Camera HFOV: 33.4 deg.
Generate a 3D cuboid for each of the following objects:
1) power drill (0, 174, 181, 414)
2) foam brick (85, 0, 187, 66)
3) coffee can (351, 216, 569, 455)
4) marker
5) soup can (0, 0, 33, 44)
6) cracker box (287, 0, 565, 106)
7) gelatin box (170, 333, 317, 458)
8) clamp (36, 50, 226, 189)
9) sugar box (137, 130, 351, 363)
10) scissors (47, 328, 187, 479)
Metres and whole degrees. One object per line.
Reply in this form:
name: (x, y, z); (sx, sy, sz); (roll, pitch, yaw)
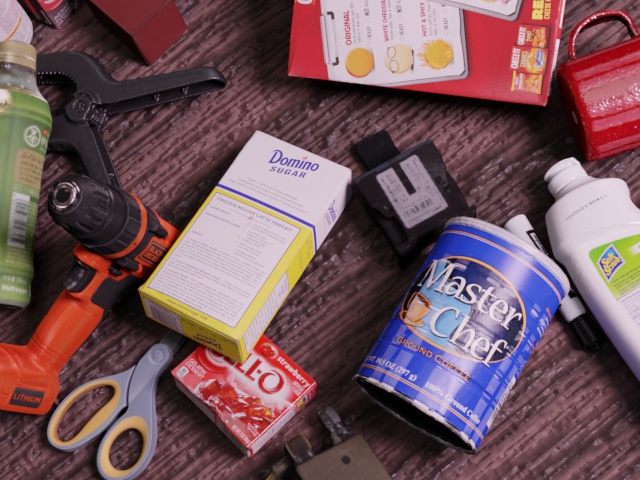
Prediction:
power drill: (-0.194, 0.042, 0.803); (0.057, 0.184, 0.187); (42, 90, 21)
foam brick: (-0.167, -0.207, 0.955); (0.051, 0.053, 0.078); (-44, 69, -9)
coffee can: (0.102, 0.068, 0.775); (0.103, 0.103, 0.140); (28, 76, 18)
marker: (0.180, 0.033, 0.820); (0.020, 0.020, 0.121); (-28, 67, -2)
soup can: (-0.307, -0.207, 0.952); (0.068, 0.102, 0.068); (-3, 68, 8)
cracker box: (0.090, -0.204, 0.867); (0.214, 0.072, 0.164); (9, 102, 13)
gelatin box: (-0.059, 0.109, 0.819); (0.073, 0.030, 0.089); (-41, 69, -19)
clamp: (-0.202, -0.100, 0.928); (0.210, 0.036, 0.164); (19, 79, 20)
sugar box: (-0.055, 0.001, 0.841); (0.093, 0.048, 0.176); (25, 59, 18)
scissors: (-0.123, 0.112, 0.844); (0.201, 0.016, 0.096); (-36, 69, -5)
